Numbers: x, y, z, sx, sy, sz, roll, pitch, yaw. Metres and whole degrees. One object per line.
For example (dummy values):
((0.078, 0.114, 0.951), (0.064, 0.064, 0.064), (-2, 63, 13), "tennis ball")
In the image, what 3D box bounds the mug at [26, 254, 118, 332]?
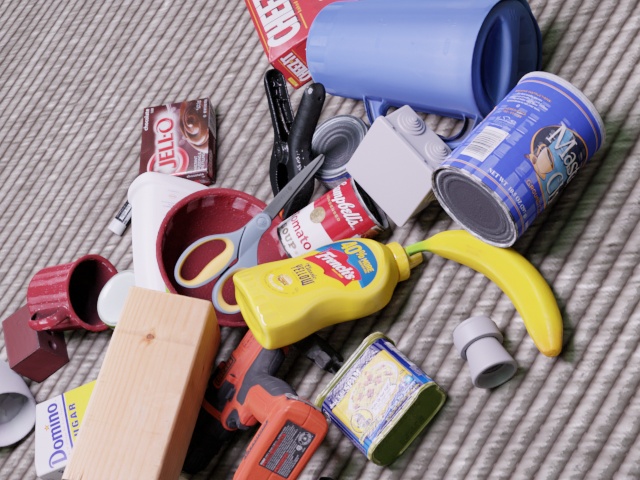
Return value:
((-0.305, 0.074, 1.283), (0.082, 0.093, 0.117), (-10, 26, 34), "mug")

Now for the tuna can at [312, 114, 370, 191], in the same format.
((0.024, -0.099, 1.207), (0.086, 0.033, 0.086), (-16, 57, 26), "tuna can")

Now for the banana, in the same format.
((0.172, 0.039, 1.029), (0.069, 0.037, 0.198), (-47, 50, -7), "banana")

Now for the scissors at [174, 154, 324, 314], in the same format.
((-0.057, 0.001, 1.122), (0.201, 0.096, 0.016), (-32, 6, -5), "scissors")

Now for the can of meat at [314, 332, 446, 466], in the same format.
((0.059, 0.154, 1.030), (0.102, 0.057, 0.084), (-50, 52, 0), "can of meat")

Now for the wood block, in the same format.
((-0.172, 0.161, 1.060), (0.091, 0.090, 0.206), (11, 60, 8), "wood block")

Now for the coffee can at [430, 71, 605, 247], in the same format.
((0.189, -0.078, 1.020), (0.140, 0.102, 0.103), (-45, 48, -17), "coffee can")

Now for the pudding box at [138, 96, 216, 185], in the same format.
((-0.177, -0.119, 1.333), (0.090, 0.039, 0.113), (-7, 59, 11), "pudding box")

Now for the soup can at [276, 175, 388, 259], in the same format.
((0.013, -0.015, 1.146), (0.102, 0.068, 0.068), (-32, 52, 15), "soup can")

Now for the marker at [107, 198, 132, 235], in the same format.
((-0.230, -0.061, 1.361), (0.020, 0.020, 0.121), (28, 82, 40), "marker")

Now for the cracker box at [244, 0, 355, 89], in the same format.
((0.015, -0.313, 1.306), (0.214, 0.072, 0.164), (-33, 51, 15), "cracker box")

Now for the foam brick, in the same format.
((-0.353, 0.125, 1.317), (0.051, 0.053, 0.078), (-34, 52, 13), "foam brick")

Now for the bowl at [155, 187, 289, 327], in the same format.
((-0.109, 0.026, 1.176), (0.055, 0.162, 0.162), (135, 146, -59), "bowl")

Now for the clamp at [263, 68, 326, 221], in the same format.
((-0.027, -0.104, 1.177), (0.120, 0.039, 0.171), (-159, 63, -67), "clamp")

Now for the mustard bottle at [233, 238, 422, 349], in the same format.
((0.015, 0.043, 1.080), (0.191, 0.058, 0.096), (-18, 38, -16), "mustard bottle")

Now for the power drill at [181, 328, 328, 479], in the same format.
((-0.074, 0.185, 1.061), (0.184, 0.057, 0.188), (-58, 27, 4), "power drill")

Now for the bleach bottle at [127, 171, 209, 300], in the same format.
((-0.170, 0.049, 1.209), (0.068, 0.102, 0.251), (-42, 43, 48), "bleach bottle")

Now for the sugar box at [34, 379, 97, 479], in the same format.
((-0.245, 0.205, 1.208), (0.176, 0.048, 0.093), (-23, 55, 20), "sugar box")

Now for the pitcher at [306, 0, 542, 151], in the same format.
((0.101, -0.190, 1.149), (0.243, 0.145, 0.149), (13, 38, 40), "pitcher")
